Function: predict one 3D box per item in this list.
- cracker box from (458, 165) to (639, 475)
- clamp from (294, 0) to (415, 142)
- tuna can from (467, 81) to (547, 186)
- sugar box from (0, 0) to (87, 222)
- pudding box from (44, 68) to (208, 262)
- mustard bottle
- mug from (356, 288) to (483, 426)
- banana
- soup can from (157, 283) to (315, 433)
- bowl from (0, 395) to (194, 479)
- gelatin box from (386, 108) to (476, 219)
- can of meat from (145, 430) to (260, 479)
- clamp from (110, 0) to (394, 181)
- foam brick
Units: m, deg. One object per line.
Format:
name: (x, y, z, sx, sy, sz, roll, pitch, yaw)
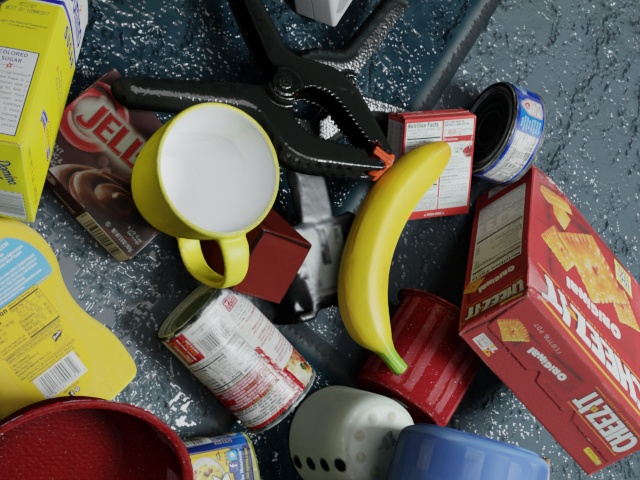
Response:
cracker box: (0.195, 0.055, 0.867, 0.164, 0.072, 0.213, 46, 29, -15)
clamp: (0.024, -0.117, 0.878, 0.171, 0.039, 0.120, -31, 102, -21)
tuna can: (0.155, -0.092, 0.916, 0.033, 0.086, 0.086, 19, 75, -23)
sugar box: (-0.191, -0.111, 0.703, 0.048, 0.093, 0.176, 11, 60, -4)
pudding box: (-0.150, -0.054, 0.778, 0.090, 0.039, 0.113, -46, 105, -26)
mustard bottle: (-0.216, 0.042, 0.720, 0.096, 0.058, 0.191, -38, 102, -20)
mug: (0.087, 0.104, 0.862, 0.081, 0.093, 0.117, -57, 140, -17)
banana: (0.053, 0.001, 0.827, 0.069, 0.037, 0.197, 27, 69, -31)
soup can: (-0.062, 0.084, 0.790, 0.102, 0.069, 0.068, 48, 65, -14)
bowl: (-0.166, 0.157, 0.688, 0.162, 0.055, 0.162, -11, 119, -20)
gelatin box: (0.090, -0.064, 0.895, 0.073, 0.030, 0.089, -7, 109, -28)
can of meat: (-0.089, 0.192, 0.769, 0.083, 0.058, 0.102, -5, 86, -30)
clamp: (-0.041, -0.106, 0.799, 0.210, 0.036, 0.164, 40, 60, -4)
foam brick: (-0.055, 0.001, 0.786, 0.052, 0.078, 0.051, 19, 107, -42)
